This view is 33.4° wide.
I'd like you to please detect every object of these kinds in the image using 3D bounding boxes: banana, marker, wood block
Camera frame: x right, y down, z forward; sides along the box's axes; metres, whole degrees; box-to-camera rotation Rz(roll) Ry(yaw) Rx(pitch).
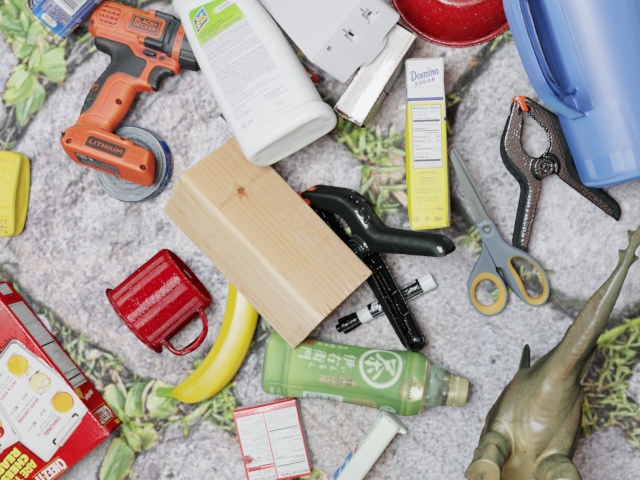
[{"bbox_3d":[-0.111,0.109,1.191,0.069,0.037,0.198,31,95,3],"label":"banana"},{"bbox_3d":[0.071,0.071,1.181,0.121,0.020,0.020,-28,90,6],"label":"marker"},{"bbox_3d":[-0.057,0.001,1.132,0.206,0.090,0.090,47,58,5],"label":"wood block"}]

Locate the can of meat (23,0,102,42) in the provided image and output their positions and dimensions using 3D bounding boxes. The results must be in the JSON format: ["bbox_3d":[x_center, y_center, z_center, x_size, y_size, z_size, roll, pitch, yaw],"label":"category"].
[{"bbox_3d":[-0.274,-0.272,1.156,0.084,0.102,0.057,-43,125,8],"label":"can of meat"}]

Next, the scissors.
[{"bbox_3d":[0.167,0.003,1.142,0.096,0.016,0.201,-37,106,18],"label":"scissors"}]

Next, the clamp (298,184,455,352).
[{"bbox_3d":[0.052,0.016,1.139,0.210,0.036,0.165,36,139,33],"label":"clamp"}]

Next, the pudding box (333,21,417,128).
[{"bbox_3d":[0.059,-0.175,1.134,0.039,0.090,0.113,31,95,2],"label":"pudding box"}]

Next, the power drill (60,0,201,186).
[{"bbox_3d":[-0.184,-0.157,1.152,0.184,0.057,0.187,17,74,6],"label":"power drill"}]

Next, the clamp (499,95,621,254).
[{"bbox_3d":[0.252,-0.077,1.148,0.120,0.039,0.171,-13,99,-1],"label":"clamp"}]

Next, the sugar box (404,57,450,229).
[{"bbox_3d":[0.112,-0.101,1.132,0.048,0.093,0.176,-4,92,4],"label":"sugar box"}]

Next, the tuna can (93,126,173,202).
[{"bbox_3d":[-0.209,-0.085,1.191,0.086,0.033,0.086,0,93,5],"label":"tuna can"}]

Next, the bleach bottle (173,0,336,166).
[{"bbox_3d":[-0.081,-0.206,1.102,0.103,0.068,0.251,-29,74,11],"label":"bleach bottle"}]

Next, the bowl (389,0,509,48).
[{"bbox_3d":[0.149,-0.290,1.138,0.162,0.055,0.162,0,92,5],"label":"bowl"}]

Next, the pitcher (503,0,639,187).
[{"bbox_3d":[0.277,-0.178,1.074,0.149,0.145,0.243,-17,94,10],"label":"pitcher"}]

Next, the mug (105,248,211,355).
[{"bbox_3d":[-0.167,0.071,1.165,0.081,0.093,0.117,-40,69,1],"label":"mug"}]

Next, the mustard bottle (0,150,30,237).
[{"bbox_3d":[-0.428,-0.060,1.200,0.191,0.058,0.096,6,94,5],"label":"mustard bottle"}]

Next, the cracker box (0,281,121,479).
[{"bbox_3d":[-0.355,0.178,1.200,0.164,0.072,0.214,-39,90,6],"label":"cracker box"}]

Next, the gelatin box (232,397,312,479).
[{"bbox_3d":[-0.053,0.225,1.195,0.073,0.030,0.089,-12,92,4],"label":"gelatin box"}]
